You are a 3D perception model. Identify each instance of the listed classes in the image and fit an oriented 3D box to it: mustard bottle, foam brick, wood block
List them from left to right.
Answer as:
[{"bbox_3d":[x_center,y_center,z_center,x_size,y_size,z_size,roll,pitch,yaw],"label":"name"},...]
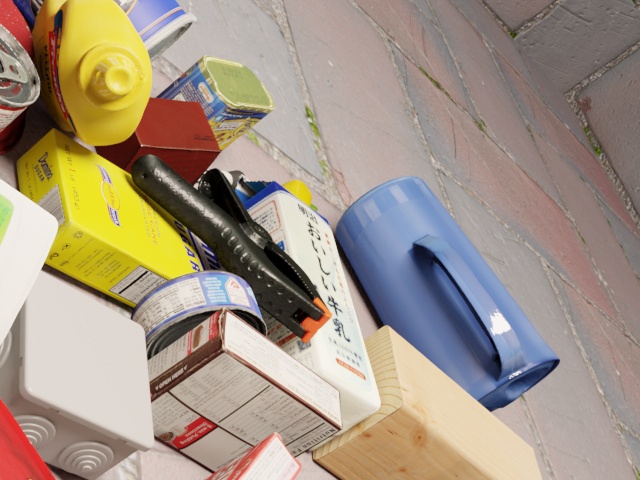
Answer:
[{"bbox_3d":[-0.151,-0.112,0.704,0.192,0.058,0.096,-151,-123,-65],"label":"mustard bottle"},{"bbox_3d":[-0.127,-0.075,0.822,0.078,0.051,0.053,1,55,-43],"label":"foam brick"},{"bbox_3d":[0.091,0.175,0.874,0.206,0.090,0.091,41,25,-30],"label":"wood block"}]

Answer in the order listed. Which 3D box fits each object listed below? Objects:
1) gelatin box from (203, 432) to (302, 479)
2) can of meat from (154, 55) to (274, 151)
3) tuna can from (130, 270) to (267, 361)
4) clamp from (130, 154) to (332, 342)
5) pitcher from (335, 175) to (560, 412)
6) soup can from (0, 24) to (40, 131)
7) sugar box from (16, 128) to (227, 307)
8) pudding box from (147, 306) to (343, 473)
[{"bbox_3d":[-0.057,0.154,0.617,0.030,0.073,0.089,53,22,-2],"label":"gelatin box"},{"bbox_3d":[-0.098,-0.110,0.914,0.057,0.084,0.102,58,22,10],"label":"can of meat"},{"bbox_3d":[-0.081,0.058,0.699,0.086,0.086,0.034,28,32,-49],"label":"tuna can"},{"bbox_3d":[-0.055,0.001,0.773,0.171,0.039,0.120,47,19,6],"label":"clamp"},{"bbox_3d":[0.118,0.054,1.049,0.144,0.149,0.243,-5,57,-52],"label":"pitcher"},{"bbox_3d":[-0.215,-0.073,0.591,0.068,0.102,0.068,43,24,-25],"label":"soup can"},{"bbox_3d":[-0.125,0.002,0.742,0.176,0.048,0.093,30,29,-43],"label":"sugar box"},{"bbox_3d":[-0.054,0.103,0.678,0.113,0.090,0.039,39,27,-33],"label":"pudding box"}]
